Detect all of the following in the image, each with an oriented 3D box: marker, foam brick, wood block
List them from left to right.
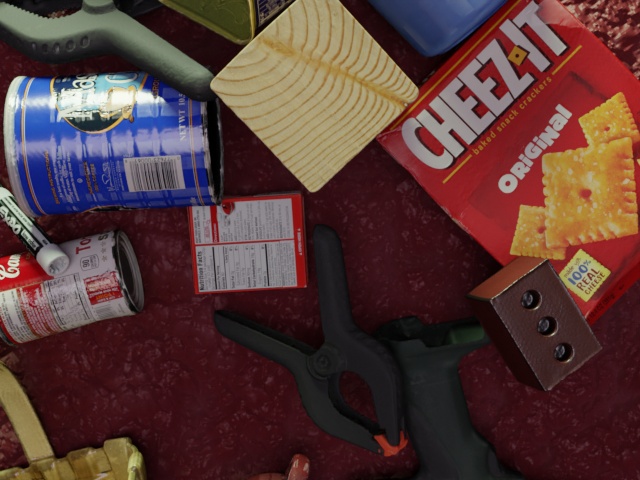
[{"bbox_3d":[-0.226,-0.016,0.795,0.121,0.020,0.020,42,97,32],"label":"marker"},{"bbox_3d":[-0.002,-0.101,0.718,0.090,0.206,0.091,-43,95,5],"label":"wood block"},{"bbox_3d":[0.147,0.057,0.740,0.053,0.051,0.078,-35,99,-10],"label":"foam brick"}]

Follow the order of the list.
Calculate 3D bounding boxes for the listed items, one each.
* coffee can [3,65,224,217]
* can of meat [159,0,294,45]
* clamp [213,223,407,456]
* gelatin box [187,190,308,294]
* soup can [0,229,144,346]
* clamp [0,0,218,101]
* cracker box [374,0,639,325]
[{"bbox_3d":[-0.146,-0.072,0.775,0.140,0.103,0.103,-3,97,1],"label":"coffee can"},{"bbox_3d":[-0.058,-0.190,0.721,0.102,0.057,0.083,31,58,25],"label":"can of meat"},{"bbox_3d":[-0.003,0.087,0.782,0.120,0.039,0.171,-32,79,27],"label":"clamp"},{"bbox_3d":[-0.056,0.001,0.821,0.089,0.030,0.073,-4,99,1],"label":"gelatin box"},{"bbox_3d":[-0.192,0.035,0.808,0.102,0.068,0.068,-14,97,2],"label":"soup can"},{"bbox_3d":[-0.146,-0.171,0.774,0.210,0.164,0.036,8,142,16],"label":"clamp"},{"bbox_3d":[0.169,-0.061,0.788,0.213,0.072,0.164,44,97,-4],"label":"cracker box"}]
